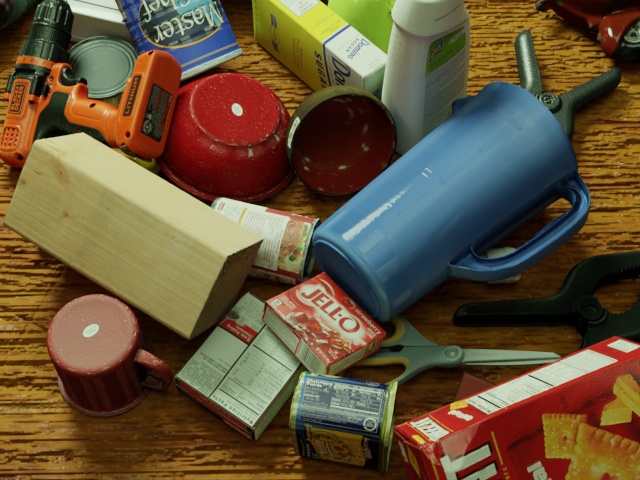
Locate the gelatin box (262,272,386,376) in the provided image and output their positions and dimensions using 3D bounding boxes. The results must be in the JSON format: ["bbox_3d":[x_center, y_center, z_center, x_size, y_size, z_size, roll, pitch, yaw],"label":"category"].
[{"bbox_3d":[0.002,0.076,0.962,0.073,0.030,0.089,-25,58,-35],"label":"gelatin box"}]

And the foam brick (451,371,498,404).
[{"bbox_3d":[0.151,0.160,0.940,0.078,0.053,0.051,22,62,12],"label":"foam brick"}]

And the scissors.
[{"bbox_3d":[0.110,0.092,0.986,0.202,0.016,0.096,-13,54,3],"label":"scissors"}]

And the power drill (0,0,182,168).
[{"bbox_3d":[-0.233,-0.156,1.077,0.188,0.057,0.184,8,83,29],"label":"power drill"}]

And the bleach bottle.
[{"bbox_3d":[0.108,-0.187,1.032,0.068,0.251,0.102,39,66,20],"label":"bleach bottle"}]

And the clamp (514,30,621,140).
[{"bbox_3d":[0.231,-0.149,1.132,0.120,0.039,0.171,31,64,19],"label":"clamp"}]

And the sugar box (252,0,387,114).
[{"bbox_3d":[-0.001,-0.203,1.134,0.048,0.093,0.176,-36,65,-19],"label":"sugar box"}]

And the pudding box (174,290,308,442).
[{"bbox_3d":[-0.064,0.114,0.977,0.090,0.039,0.113,32,66,15],"label":"pudding box"}]

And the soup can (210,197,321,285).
[{"bbox_3d":[-0.057,0.001,1.028,0.102,0.068,0.068,13,60,9],"label":"soup can"}]

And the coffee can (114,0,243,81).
[{"bbox_3d":[-0.155,-0.239,1.114,0.102,0.103,0.140,-26,101,-15],"label":"coffee can"}]

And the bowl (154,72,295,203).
[{"bbox_3d":[-0.092,-0.118,1.085,0.162,0.055,0.162,8,57,-12],"label":"bowl"}]

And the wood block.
[{"bbox_3d":[-0.170,-0.008,0.973,0.206,0.090,0.090,30,19,11],"label":"wood block"}]

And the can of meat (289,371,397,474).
[{"bbox_3d":[0.021,0.156,0.917,0.084,0.102,0.057,8,60,7],"label":"can of meat"}]

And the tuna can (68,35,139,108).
[{"bbox_3d":[-0.235,-0.178,1.154,0.086,0.034,0.086,0,59,0],"label":"tuna can"}]

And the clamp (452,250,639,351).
[{"bbox_3d":[0.241,0.069,1.004,0.209,0.036,0.165,-41,68,-17],"label":"clamp"}]

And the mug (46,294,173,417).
[{"bbox_3d":[-0.188,0.105,0.958,0.117,0.081,0.093,20,61,12],"label":"mug"}]

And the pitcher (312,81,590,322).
[{"bbox_3d":[0.121,-0.027,0.998,0.242,0.149,0.145,-37,105,-17],"label":"pitcher"}]

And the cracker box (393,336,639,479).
[{"bbox_3d":[0.188,0.194,0.865,0.213,0.072,0.164,-20,98,-12],"label":"cracker box"}]
